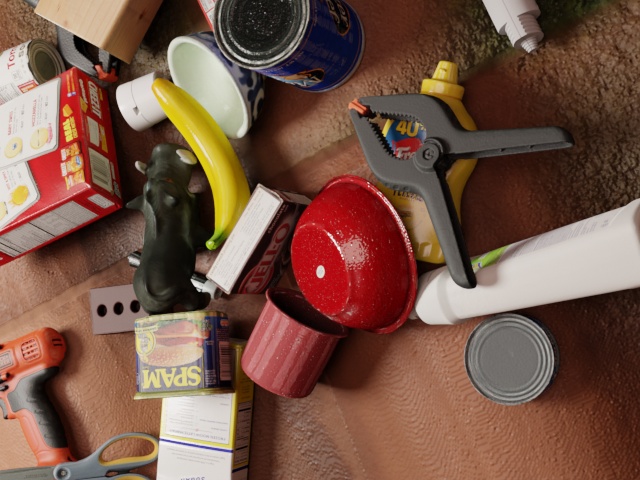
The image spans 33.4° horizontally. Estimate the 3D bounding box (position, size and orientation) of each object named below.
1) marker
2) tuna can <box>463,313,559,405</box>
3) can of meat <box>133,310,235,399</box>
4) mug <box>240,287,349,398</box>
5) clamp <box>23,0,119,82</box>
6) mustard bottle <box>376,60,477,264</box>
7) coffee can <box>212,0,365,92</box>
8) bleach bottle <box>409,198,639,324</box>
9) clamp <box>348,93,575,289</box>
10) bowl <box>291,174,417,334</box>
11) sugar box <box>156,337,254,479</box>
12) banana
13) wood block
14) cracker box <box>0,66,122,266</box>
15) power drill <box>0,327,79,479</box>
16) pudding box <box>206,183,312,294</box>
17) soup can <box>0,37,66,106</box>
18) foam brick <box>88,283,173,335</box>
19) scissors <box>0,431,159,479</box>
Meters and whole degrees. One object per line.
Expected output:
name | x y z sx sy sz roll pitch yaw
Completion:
marker | -0.161 0.037 1.172 0.121 0.020 0.020 19 96 23
tuna can | 0.181 0.111 1.008 0.086 0.033 0.086 -1 88 24
can of meat | -0.140 0.118 1.089 0.102 0.057 0.084 -7 81 24
mug | -0.035 0.099 1.083 0.117 0.093 0.081 46 114 51
clamp | -0.285 -0.255 1.226 0.120 0.039 0.171 -20 81 24
mustard bottle | 0.103 -0.079 1.036 0.096 0.058 0.191 15 94 28
coffee can | -0.028 -0.207 1.054 0.103 0.140 0.103 -1 88 24
bleach bottle | 0.186 0.030 0.984 0.251 0.102 0.068 -17 96 31
clamp | 0.104 -0.064 0.976 0.210 0.036 0.164 30 93 28
bowl | 0.020 0.021 1.029 0.162 0.055 0.162 29 127 46
sugar box | -0.121 0.191 1.136 0.093 0.048 0.176 5 93 25
banana | -0.115 -0.083 1.103 0.037 0.069 0.198 -34 69 33
wood block | -0.206 -0.307 1.144 0.090 0.090 0.206 29 94 8
cracker box | -0.332 -0.073 1.196 0.214 0.072 0.164 -24 61 18
power drill | -0.357 0.212 1.234 0.185 0.057 0.188 -24 79 22
pudding box | -0.057 0.001 1.088 0.039 0.089 0.113 33 101 22
soup can | -0.356 -0.187 1.239 0.102 0.068 0.068 -16 82 24
foam brick | -0.208 0.074 1.174 0.078 0.051 0.053 -9 84 24
scissors | -0.267 0.269 1.166 0.201 0.016 0.096 -18 96 -7
